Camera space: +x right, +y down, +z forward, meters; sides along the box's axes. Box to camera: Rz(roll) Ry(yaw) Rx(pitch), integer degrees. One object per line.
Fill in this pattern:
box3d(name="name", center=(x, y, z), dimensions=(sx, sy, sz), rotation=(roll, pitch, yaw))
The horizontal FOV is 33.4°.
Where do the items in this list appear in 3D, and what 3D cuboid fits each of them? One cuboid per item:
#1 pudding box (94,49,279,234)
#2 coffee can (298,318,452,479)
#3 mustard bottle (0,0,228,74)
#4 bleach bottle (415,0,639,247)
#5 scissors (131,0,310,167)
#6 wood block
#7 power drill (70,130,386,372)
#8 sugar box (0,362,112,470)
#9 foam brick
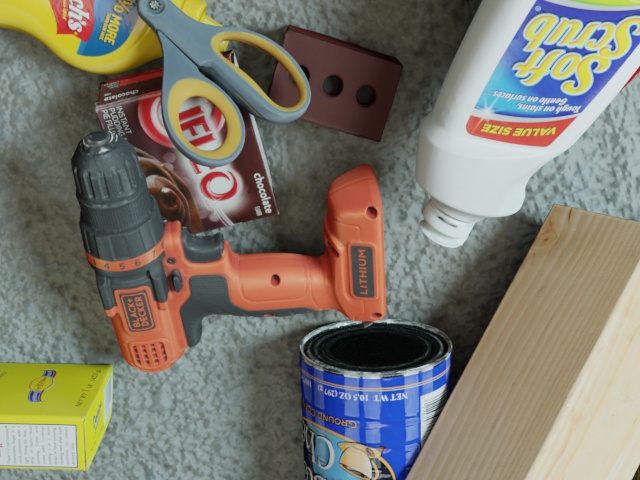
box3d(name="pudding box", center=(-0.083, -0.059, 0.687), dimensions=(0.090, 0.039, 0.113), rotation=(-13, 129, 5))
box3d(name="coffee can", center=(0.038, 0.136, 0.725), dimensions=(0.103, 0.103, 0.140), rotation=(-2, 105, 1))
box3d(name="mustard bottle", center=(-0.148, -0.158, 0.669), dimensions=(0.191, 0.058, 0.096), rotation=(21, 97, -5))
box3d(name="bleach bottle", center=(0.130, -0.101, 0.590), dimensions=(0.102, 0.068, 0.251), rotation=(19, 119, -14))
box3d(name="scissors", center=(-0.102, -0.117, 0.627), dimensions=(0.202, 0.016, 0.096), rotation=(31, 75, 0))
box3d(name="wood block", center=(0.155, 0.093, 0.672), dimensions=(0.090, 0.091, 0.206), rotation=(34, 81, -34))
box3d(name="power drill", center=(-0.054, 0.001, 0.679), dimensions=(0.187, 0.057, 0.184), rotation=(-6, 131, 0))
box3d(name="sugar box", center=(-0.237, 0.117, 0.728), dimensions=(0.176, 0.093, 0.048), rotation=(3, 105, -1))
box3d(name="foam brick", center=(0.008, -0.102, 0.686), dimensions=(0.078, 0.051, 0.053), rotation=(16, 105, -4))
